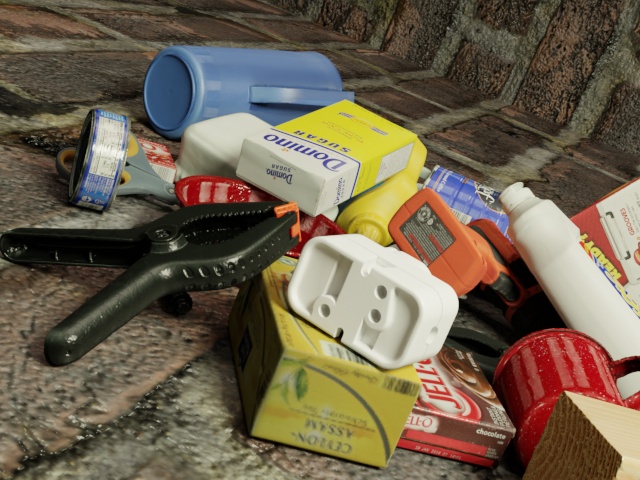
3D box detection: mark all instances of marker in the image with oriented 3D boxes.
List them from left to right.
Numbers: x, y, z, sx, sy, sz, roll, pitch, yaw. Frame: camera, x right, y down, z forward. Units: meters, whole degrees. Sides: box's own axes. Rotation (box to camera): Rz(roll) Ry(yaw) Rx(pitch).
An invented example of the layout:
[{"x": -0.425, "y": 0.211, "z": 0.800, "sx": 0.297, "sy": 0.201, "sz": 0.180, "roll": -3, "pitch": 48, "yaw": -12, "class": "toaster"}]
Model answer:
[{"x": -0.125, "y": 0.024, "z": 0.824, "sx": 0.020, "sy": 0.020, "sz": 0.121, "roll": 10, "pitch": 20, "yaw": -32, "class": "marker"}]

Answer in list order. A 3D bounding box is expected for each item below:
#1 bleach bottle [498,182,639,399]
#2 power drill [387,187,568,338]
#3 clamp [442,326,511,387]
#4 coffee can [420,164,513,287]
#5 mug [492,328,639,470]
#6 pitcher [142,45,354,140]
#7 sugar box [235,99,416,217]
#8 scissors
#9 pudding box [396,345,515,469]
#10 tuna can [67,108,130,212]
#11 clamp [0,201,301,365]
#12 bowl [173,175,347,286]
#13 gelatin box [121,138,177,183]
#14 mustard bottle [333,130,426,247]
[{"x": 0.234, "y": 0.050, "z": 0.929, "sx": 0.251, "sy": 0.068, "sz": 0.102, "roll": 57, "pitch": 20, "yaw": 24, "class": "bleach bottle"}, {"x": 0.152, "y": 0.035, "z": 0.958, "sx": 0.187, "sy": 0.057, "sz": 0.184, "roll": 26, "pitch": 23, "yaw": -51, "class": "power drill"}, {"x": 0.159, "y": 0.112, "z": 0.863, "sx": 0.171, "sy": 0.039, "sz": 0.120, "roll": 14, "pitch": 13, "yaw": -11, "class": "clamp"}, {"x": 0.167, "y": -0.006, "z": 1.128, "sx": 0.140, "sy": 0.103, "sz": 0.102, "roll": 24, "pitch": 17, "yaw": 11, "class": "coffee can"}, {"x": 0.185, "y": 0.117, "z": 0.759, "sx": 0.117, "sy": 0.093, "sz": 0.081, "roll": -23, "pitch": 20, "yaw": 11, "class": "mug"}, {"x": -0.086, "y": -0.175, "z": 1.303, "sx": 0.242, "sy": 0.149, "sz": 0.145, "roll": -4, "pitch": 54, "yaw": -48, "class": "pitcher"}, {"x": 0.009, "y": -0.083, "z": 1.016, "sx": 0.093, "sy": 0.048, "sz": 0.175, "roll": 28, "pitch": 29, "yaw": 22, "class": "sugar box"}, {"x": -0.148, "y": -0.060, "z": 1.009, "sx": 0.201, "sy": 0.016, "sz": 0.096, "roll": 15, "pitch": 49, "yaw": -18, "class": "scissors"}, {"x": 0.078, "y": 0.111, "z": 0.763, "sx": 0.090, "sy": 0.039, "sz": 0.113, "roll": 16, "pitch": 17, "yaw": -16, "class": "pudding box"}, {"x": -0.192, "y": -0.070, "z": 0.922, "sx": 0.033, "sy": 0.086, "sz": 0.086, "roll": 13, "pitch": 18, "yaw": -20, "class": "tuna can"}, {"x": -0.116, "y": 0.008, "z": 0.742, "sx": 0.209, "sy": 0.036, "sz": 0.165, "roll": -20, "pitch": 34, "yaw": -25, "class": "clamp"}, {"x": -0.056, "y": 0.001, "z": 0.917, "sx": 0.162, "sy": 0.055, "sz": 0.162, "roll": 19, "pitch": 17, "yaw": -6, "class": "bowl"}, {"x": -0.192, "y": -0.082, "z": 1.059, "sx": 0.089, "sy": 0.030, "sz": 0.073, "roll": 15, "pitch": 18, "yaw": -22, "class": "gelatin box"}, {"x": 0.059, "y": -0.041, "z": 1.108, "sx": 0.058, "sy": 0.096, "sz": 0.191, "roll": 48, "pitch": 27, "yaw": -16, "class": "mustard bottle"}]
